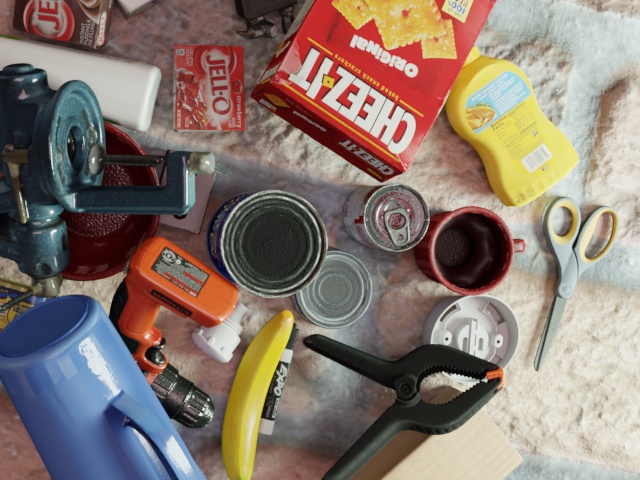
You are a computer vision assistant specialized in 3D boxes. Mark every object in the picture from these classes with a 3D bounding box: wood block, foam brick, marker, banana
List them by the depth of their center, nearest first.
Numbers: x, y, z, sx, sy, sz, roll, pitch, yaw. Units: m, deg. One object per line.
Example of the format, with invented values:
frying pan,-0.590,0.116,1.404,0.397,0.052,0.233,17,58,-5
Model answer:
foam brick,-0.141,-0.050,1.092,0.053,0.051,0.078,14,89,-12
banana,-0.068,0.168,1.109,0.037,0.070,0.198,18,80,-43
wood block,0.099,0.259,1.131,0.206,0.091,0.090,-40,99,-8
marker,-0.045,0.146,1.135,0.020,0.020,0.121,15,89,-11

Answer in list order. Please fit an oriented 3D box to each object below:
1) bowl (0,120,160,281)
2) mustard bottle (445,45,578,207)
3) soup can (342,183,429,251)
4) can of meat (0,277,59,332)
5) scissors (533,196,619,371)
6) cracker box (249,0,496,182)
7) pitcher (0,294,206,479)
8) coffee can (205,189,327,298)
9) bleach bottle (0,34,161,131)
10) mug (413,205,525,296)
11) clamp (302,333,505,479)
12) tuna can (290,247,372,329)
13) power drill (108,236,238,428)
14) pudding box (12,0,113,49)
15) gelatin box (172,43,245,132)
bowl,-0.233,-0.043,1.061,0.162,0.055,0.162,0,99,3
mustard bottle,0.190,-0.137,1.151,0.096,0.058,0.191,-36,99,-9
soup can,0.065,-0.024,1.108,0.068,0.102,0.068,0,92,-11
can of meat,-0.317,0.081,1.053,0.102,0.057,0.084,15,87,2
scissors,0.261,0.038,1.193,0.096,0.016,0.201,35,85,-9
cracker box,0.056,-0.192,1.059,0.164,0.072,0.213,32,75,-13
pitcher,-0.201,0.176,1.002,0.149,0.145,0.243,-20,117,3
coffee can,-0.057,0.001,1.065,0.102,0.140,0.103,0,92,-11
bleach bottle,-0.287,-0.169,1.045,0.250,0.102,0.068,14,94,-5
mug,0.160,0.008,1.138,0.117,0.081,0.093,-7,93,-11
clamp,0.082,0.150,1.100,0.210,0.036,0.164,-18,65,5
tuna can,0.011,0.051,1.135,0.086,0.034,0.086,0,92,-11
power drill,-0.155,0.095,1.039,0.184,0.057,0.188,33,130,-9
pudding box,-0.248,-0.252,1.043,0.090,0.039,0.113,14,106,8
gelatin box,-0.116,-0.157,1.104,0.073,0.030,0.089,-1,92,-11
